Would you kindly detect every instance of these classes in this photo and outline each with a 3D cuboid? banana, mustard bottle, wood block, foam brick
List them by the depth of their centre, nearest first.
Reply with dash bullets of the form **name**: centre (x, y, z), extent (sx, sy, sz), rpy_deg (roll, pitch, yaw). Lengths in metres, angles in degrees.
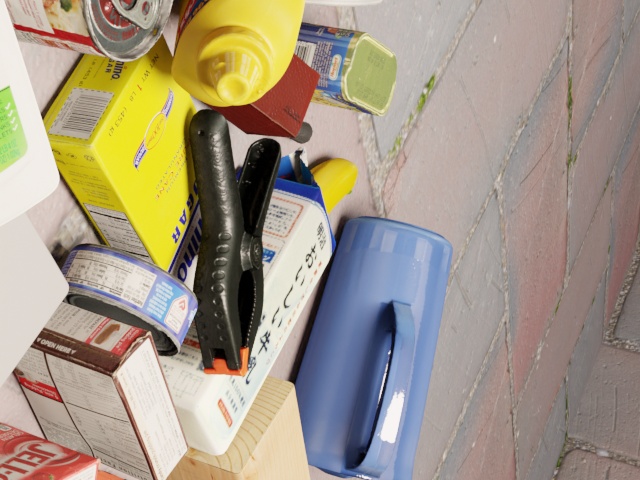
- **mustard bottle**: centre (-0.047, -0.130, 0.611), extent (0.096, 0.058, 0.191), rpy_deg (-45, -154, 25)
- **foam brick**: centre (-0.048, -0.111, 0.735), extent (0.078, 0.051, 0.053), rpy_deg (35, 71, -48)
- **wood block**: centre (-0.067, 0.203, 0.855), extent (0.090, 0.090, 0.206), rpy_deg (-54, 148, -40)
- **banana**: centre (-0.010, -0.019, 0.917), extent (0.197, 0.037, 0.069), rpy_deg (-50, 145, -45)

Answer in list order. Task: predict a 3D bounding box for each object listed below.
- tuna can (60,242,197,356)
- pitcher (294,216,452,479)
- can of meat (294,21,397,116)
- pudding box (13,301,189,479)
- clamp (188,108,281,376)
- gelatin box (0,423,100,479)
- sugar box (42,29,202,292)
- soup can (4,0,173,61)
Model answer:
- **tuna can**: centre (-0.118, 0.036, 0.645), extent (0.086, 0.086, 0.033), rpy_deg (62, 46, -58)
- **pitcher**: centre (0.051, 0.104, 1.005), extent (0.144, 0.149, 0.243), rpy_deg (24, 78, -55)
- **can of meat**: centre (0.004, -0.133, 0.821), extent (0.102, 0.084, 0.057), rpy_deg (9, 96, -66)
- **pudding box**: centre (-0.134, 0.090, 0.636), extent (0.039, 0.090, 0.113), rpy_deg (-56, 150, -36)
- **clamp**: centre (-0.055, 0.001, 0.709), extent (0.120, 0.039, 0.171), rpy_deg (-10, 104, -66)
- **gelatin box**: centre (-0.177, 0.135, 0.587), extent (0.089, 0.073, 0.030), rpy_deg (-19, 120, -62)
- **sugar box**: centre (-0.107, -0.042, 0.673), extent (0.093, 0.048, 0.176), rpy_deg (-66, 153, -27)
- **soup can**: centre (-0.129, -0.126, 0.502), extent (0.068, 0.102, 0.068), rpy_deg (-44, 141, -50)
